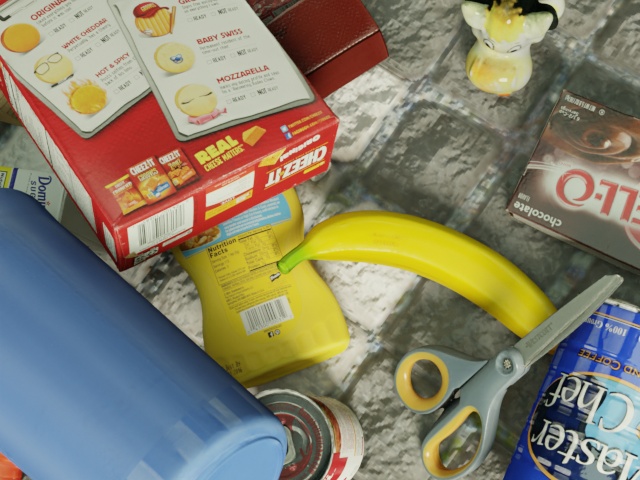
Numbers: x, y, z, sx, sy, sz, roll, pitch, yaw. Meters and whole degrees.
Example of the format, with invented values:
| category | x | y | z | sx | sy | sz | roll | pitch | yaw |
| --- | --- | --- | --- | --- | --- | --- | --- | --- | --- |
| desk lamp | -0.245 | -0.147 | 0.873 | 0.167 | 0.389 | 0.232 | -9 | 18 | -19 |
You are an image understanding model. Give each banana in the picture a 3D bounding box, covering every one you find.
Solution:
| category | x | y | z | sx | sy | sz | roll | pitch | yaw |
| --- | --- | --- | --- | --- | --- | --- | --- | --- | --- |
| banana | 0.074 | 0.020 | 0.710 | 0.198 | 0.037 | 0.069 | 15 | 69 | 4 |

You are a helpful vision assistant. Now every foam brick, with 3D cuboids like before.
| category | x | y | z | sx | sy | sz | roll | pitch | yaw |
| --- | --- | --- | --- | --- | --- | --- | --- | --- | --- |
| foam brick | 0.001 | -0.140 | 0.758 | 0.078 | 0.051 | 0.053 | -31 | 73 | 7 |

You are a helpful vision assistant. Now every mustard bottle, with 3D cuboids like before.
| category | x | y | z | sx | sy | sz | roll | pitch | yaw |
| --- | --- | --- | --- | --- | --- | --- | --- | --- | --- |
| mustard bottle | -0.055 | 0.001 | 0.742 | 0.096 | 0.058 | 0.192 | -21 | 75 | -1 |

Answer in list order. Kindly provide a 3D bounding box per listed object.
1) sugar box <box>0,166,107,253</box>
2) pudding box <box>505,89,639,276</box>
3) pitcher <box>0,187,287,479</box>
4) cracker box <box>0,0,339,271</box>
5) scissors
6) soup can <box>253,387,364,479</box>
| category | x | y | z | sx | sy | sz | roll | pitch | yaw |
| --- | --- | --- | --- | --- | --- | --- | --- | --- | --- |
| sugar box | -0.244 | -0.028 | 0.779 | 0.176 | 0.093 | 0.048 | 5 | 79 | 14 |
| pudding box | 0.191 | -0.034 | 0.697 | 0.114 | 0.039 | 0.090 | 25 | 87 | 17 |
| pitcher | -0.138 | 0.087 | 0.630 | 0.243 | 0.149 | 0.145 | 34 | 107 | 27 |
| cracker box | -0.115 | -0.105 | 0.708 | 0.164 | 0.072 | 0.214 | -29 | 68 | -21 |
| scissors | 0.103 | 0.067 | 0.660 | 0.096 | 0.016 | 0.202 | 50 | 130 | 33 |
| soup can | -0.013 | 0.131 | 0.686 | 0.068 | 0.102 | 0.068 | -3 | 79 | 13 |
